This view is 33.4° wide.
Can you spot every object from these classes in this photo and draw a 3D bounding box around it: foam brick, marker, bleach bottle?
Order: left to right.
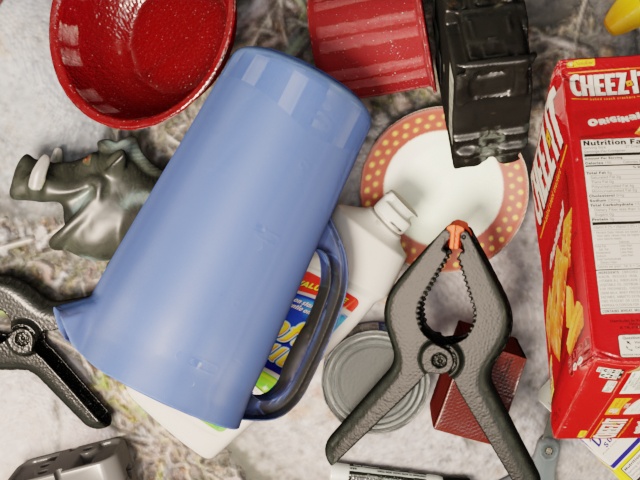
[{"bbox_3d":[-0.031,0.052,0.822,0.102,0.068,0.251,43,102,-11],"label":"bleach bottle"},{"bbox_3d":[0.068,0.199,0.878,0.121,0.020,0.020,6,101,0],"label":"marker"},{"bbox_3d":[0.123,0.112,0.843,0.053,0.051,0.078,18,101,-2],"label":"foam brick"}]

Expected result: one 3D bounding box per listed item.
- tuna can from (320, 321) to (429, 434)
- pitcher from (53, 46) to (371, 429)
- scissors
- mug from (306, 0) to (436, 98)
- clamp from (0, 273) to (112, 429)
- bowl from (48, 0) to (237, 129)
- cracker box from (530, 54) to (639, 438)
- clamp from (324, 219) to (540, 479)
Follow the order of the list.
[{"bbox_3d":[0.044,0.109,0.854,0.086,0.033,0.086,0,101,2],"label":"tuna can"},{"bbox_3d":[-0.055,0.001,0.733,0.145,0.149,0.243,26,85,19],"label":"pitcher"},{"bbox_3d":[0.166,0.177,0.872,0.096,0.016,0.202,-1,101,2],"label":"scissors"},{"bbox_3d":[0.035,-0.157,0.772,0.081,0.093,0.117,-9,117,8],"label":"mug"},{"bbox_3d":[-0.223,0.066,0.852,0.171,0.039,0.120,27,99,-3],"label":"clamp"},{"bbox_3d":[-0.119,-0.157,0.779,0.162,0.055,0.162,-2,85,27],"label":"bowl"},{"bbox_3d":[0.188,0.009,0.718,0.072,0.164,0.213,-2,64,3],"label":"cracker box"},{"bbox_3d":[0.082,0.090,0.798,0.165,0.036,0.210,1,99,13],"label":"clamp"}]
